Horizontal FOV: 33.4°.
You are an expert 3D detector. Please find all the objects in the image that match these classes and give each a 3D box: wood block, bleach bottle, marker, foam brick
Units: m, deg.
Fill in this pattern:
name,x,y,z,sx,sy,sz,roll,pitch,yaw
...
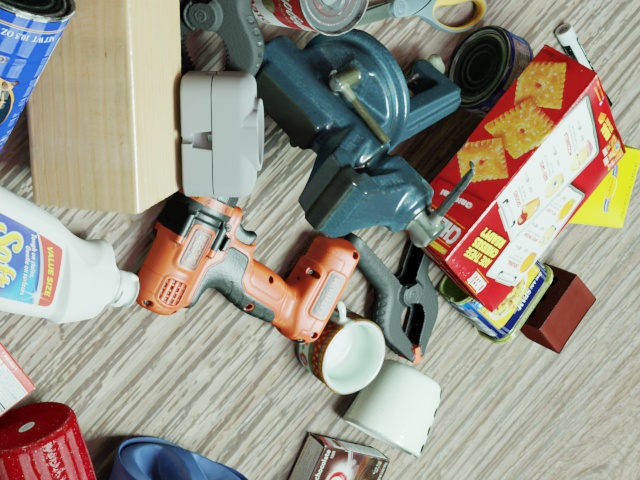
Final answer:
name,x,y,z,sx,sy,sz,roll,pitch,yaw
wood block,-0.161,-0.132,0.793,0.090,0.090,0.206,-45,138,-66
bleach bottle,-0.247,0.000,0.815,0.250,0.068,0.102,21,92,-39
marker,0.284,-0.182,1.145,0.020,0.020,0.121,-48,125,-12
foam brick,0.257,0.075,1.189,0.051,0.053,0.078,43,78,-36

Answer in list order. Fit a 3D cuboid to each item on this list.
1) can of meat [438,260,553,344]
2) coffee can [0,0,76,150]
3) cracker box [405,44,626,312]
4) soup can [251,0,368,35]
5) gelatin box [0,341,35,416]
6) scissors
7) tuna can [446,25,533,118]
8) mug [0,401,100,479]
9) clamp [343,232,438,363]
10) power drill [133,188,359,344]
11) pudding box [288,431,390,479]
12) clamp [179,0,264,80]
name,x,y,z,sx,sy,sz,roll,pitch,yaw
can of meat,0.184,0.044,1.127,0.083,0.058,0.102,40,81,-35
coffee can,-0.241,-0.122,0.717,0.102,0.103,0.140,16,121,-37
cracker box,0.186,-0.054,1.011,0.213,0.072,0.164,-50,148,-1
soup can,-0.017,-0.208,0.877,0.068,0.102,0.068,-12,111,-33
gelatin box,-0.284,0.116,0.846,0.089,0.030,0.073,-39,124,-18
scissors,0.078,-0.235,0.987,0.201,0.016,0.096,-3,104,-34
tuna can,0.162,-0.162,1.026,0.033,0.086,0.086,19,94,-35
mug,-0.241,0.187,0.870,0.117,0.093,0.081,-10,109,6
clamp,0.089,0.040,1.072,0.120,0.039,0.171,-28,123,-19
power drill,-0.056,0.001,0.949,0.187,0.057,0.184,26,93,-34
pudding box,0.009,0.258,1.086,0.089,0.039,0.113,20,93,-37
clamp,-0.101,-0.189,0.843,0.164,0.036,0.210,13,121,5
